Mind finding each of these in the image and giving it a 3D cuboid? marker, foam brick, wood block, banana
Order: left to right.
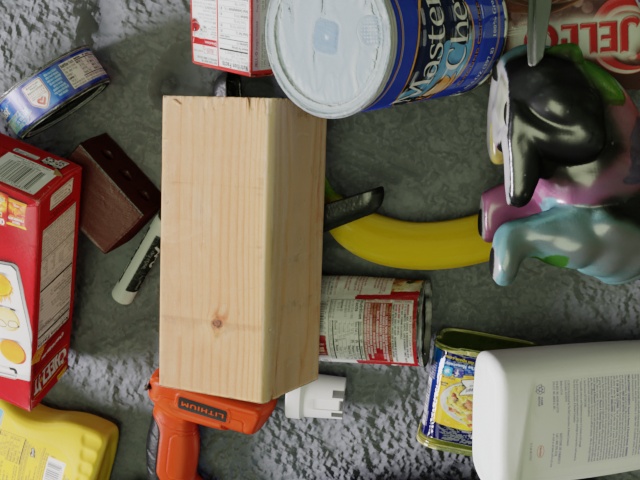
[{"bbox_3d":[-0.172,-0.038,0.857,0.051,0.053,0.078,-41,93,19],"label":"foam brick"},{"bbox_3d":[-0.138,0.005,0.864,0.020,0.020,0.121,36,122,2],"label":"marker"},{"bbox_3d":[-0.056,0.001,0.766,0.091,0.090,0.206,6,98,25],"label":"wood block"},{"bbox_3d":[0.086,-0.011,0.813,0.198,0.037,0.070,5,106,12],"label":"banana"}]

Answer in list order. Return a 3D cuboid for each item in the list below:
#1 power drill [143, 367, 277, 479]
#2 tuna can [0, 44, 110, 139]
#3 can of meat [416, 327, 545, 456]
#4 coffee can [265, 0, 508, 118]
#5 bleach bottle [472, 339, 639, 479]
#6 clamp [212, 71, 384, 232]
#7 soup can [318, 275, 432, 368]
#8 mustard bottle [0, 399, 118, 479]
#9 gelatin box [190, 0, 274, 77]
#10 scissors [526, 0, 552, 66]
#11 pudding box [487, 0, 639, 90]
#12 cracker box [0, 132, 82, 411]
[{"bbox_3d":[-0.093,0.205,0.900,0.184,0.057,0.188,17,107,8],"label":"power drill"},{"bbox_3d":[-0.206,-0.114,0.827,0.086,0.086,0.034,-31,98,18],"label":"tuna can"},{"bbox_3d":[0.131,0.120,0.827,0.102,0.057,0.084,9,104,10],"label":"can of meat"},{"bbox_3d":[0.047,-0.141,0.717,0.103,0.140,0.103,12,110,38],"label":"coffee can"},{"bbox_3d":[0.239,0.122,0.771,0.250,0.068,0.102,-2,101,-8],"label":"bleach bottle"},{"bbox_3d":[-0.066,-0.017,0.842,0.165,0.036,0.210,46,116,15],"label":"clamp"},{"bbox_3d":[0.032,0.062,0.828,0.102,0.068,0.068,2,105,13],"label":"soup can"},{"bbox_3d":[-0.278,0.176,0.934,0.191,0.058,0.096,18,106,7],"label":"mustard bottle"},{"bbox_3d":[-0.063,-0.169,0.789,0.073,0.030,0.089,20,117,44],"label":"gelatin box"},{"bbox_3d":[0.167,-0.205,0.702,0.096,0.016,0.202,-5,68,-2],"label":"scissors"},{"bbox_3d":[0.177,-0.154,0.753,0.113,0.039,0.090,4,105,12],"label":"pudding box"},{"bbox_3d":[-0.280,0.012,0.854,0.164,0.072,0.214,21,126,12],"label":"cracker box"}]
